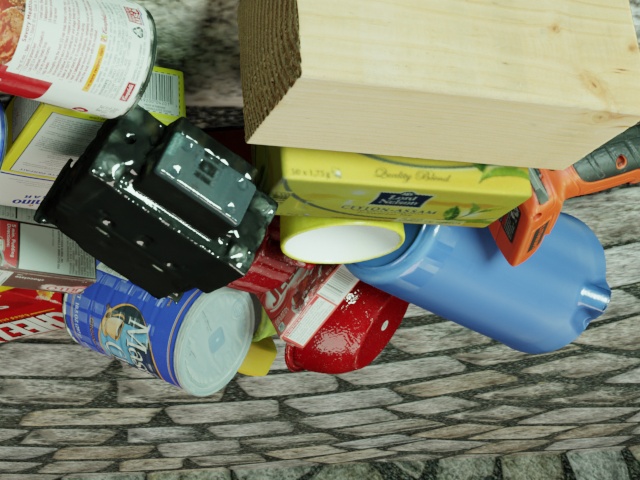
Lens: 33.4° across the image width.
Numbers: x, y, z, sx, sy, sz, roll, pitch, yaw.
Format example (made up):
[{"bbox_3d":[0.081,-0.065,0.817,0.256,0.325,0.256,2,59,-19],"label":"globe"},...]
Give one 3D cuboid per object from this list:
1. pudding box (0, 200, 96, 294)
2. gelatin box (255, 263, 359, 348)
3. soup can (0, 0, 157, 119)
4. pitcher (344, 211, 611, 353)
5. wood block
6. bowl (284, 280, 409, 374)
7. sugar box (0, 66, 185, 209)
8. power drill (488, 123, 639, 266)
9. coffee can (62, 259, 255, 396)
[{"bbox_3d":[-0.225,-0.012,0.803,0.113,0.090,0.039,11,153,-35],"label":"pudding box"},{"bbox_3d":[-0.011,0.035,0.898,0.030,0.073,0.089,30,105,-34],"label":"gelatin box"},{"bbox_3d":[-0.147,-0.108,0.568,0.102,0.068,0.069,11,156,-38],"label":"soup can"},{"bbox_3d":[0.119,0.008,0.902,0.149,0.145,0.242,-33,145,31],"label":"pitcher"},{"bbox_3d":[0.066,-0.102,0.597,0.205,0.090,0.091,3,160,-21],"label":"wood block"},{"bbox_3d":[0.037,0.066,0.986,0.055,0.162,0.162,32,172,20],"label":"bowl"},{"bbox_3d":[-0.167,-0.068,0.721,0.093,0.048,0.177,7,161,-30],"label":"sugar box"},{"bbox_3d":[0.215,-0.046,0.778,0.187,0.057,0.184,-22,154,-7],"label":"power drill"},{"bbox_3d":[-0.144,0.068,0.954,0.140,0.103,0.102,18,174,31],"label":"coffee can"}]
